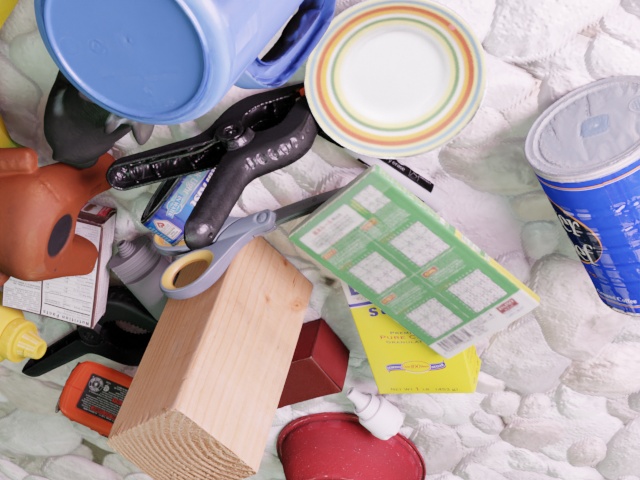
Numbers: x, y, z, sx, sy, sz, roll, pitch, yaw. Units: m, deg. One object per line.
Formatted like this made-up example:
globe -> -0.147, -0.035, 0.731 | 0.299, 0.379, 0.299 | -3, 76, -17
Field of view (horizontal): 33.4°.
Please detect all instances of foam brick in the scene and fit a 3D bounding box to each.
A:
foam brick -> -0.020, 0.115, 0.998 | 0.078, 0.051, 0.053 | -19, 124, 30

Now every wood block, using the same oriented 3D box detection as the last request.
wood block -> -0.087, 0.098, 0.893 | 0.091, 0.206, 0.090 | -28, 120, 35

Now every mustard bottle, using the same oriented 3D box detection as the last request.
mustard bottle -> -0.342, 0.071, 1.017 | 0.192, 0.058, 0.096 | 19, 132, 20

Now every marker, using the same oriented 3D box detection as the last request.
marker -> 0.047, -0.061, 0.833 | 0.121, 0.020, 0.020 | 33, 133, -14

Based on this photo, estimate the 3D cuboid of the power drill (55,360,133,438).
power drill -> -0.175, 0.180, 1.050 | 0.184, 0.057, 0.188 | 20, 162, 3

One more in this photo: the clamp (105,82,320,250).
clamp -> -0.060, -0.058, 0.772 | 0.171, 0.120, 0.039 | -31, 140, -13

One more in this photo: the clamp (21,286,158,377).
clamp -> -0.224, 0.073, 1.030 | 0.210, 0.036, 0.164 | -1, 130, 19

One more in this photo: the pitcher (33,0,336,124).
pitcher -> -0.053, -0.165, 0.607 | 0.149, 0.242, 0.145 | 34, 136, -7

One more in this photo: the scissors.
scissors -> -0.056, 0.001, 0.877 | 0.202, 0.096, 0.016 | -7, 142, 26

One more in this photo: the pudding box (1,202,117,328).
pudding box -> -0.235, 0.016, 0.959 | 0.090, 0.039, 0.114 | 14, 119, 3

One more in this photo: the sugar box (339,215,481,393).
sugar box -> 0.076, 0.060, 0.921 | 0.093, 0.048, 0.176 | -4, 132, 20

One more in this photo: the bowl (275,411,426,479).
bowl -> 0.026, 0.250, 1.109 | 0.162, 0.055, 0.162 | 9, 135, 9

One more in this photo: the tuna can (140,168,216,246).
tuna can -> -0.107, -0.039, 0.854 | 0.033, 0.086, 0.086 | 35, 132, -15

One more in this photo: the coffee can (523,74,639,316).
coffee can -> 0.218, -0.030, 0.752 | 0.103, 0.102, 0.140 | -16, 126, 29
